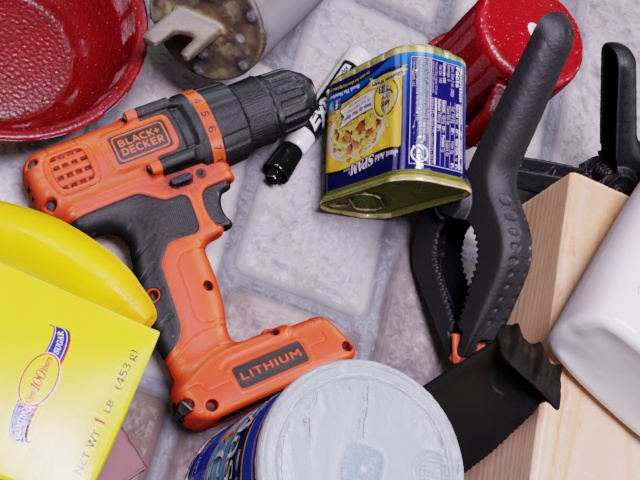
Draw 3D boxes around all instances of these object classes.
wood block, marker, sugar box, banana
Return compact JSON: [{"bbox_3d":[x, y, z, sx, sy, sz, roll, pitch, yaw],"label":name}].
[{"bbox_3d":[0.155,0.078,0.659,0.090,0.091,0.206,21,63,-15],"label":"wood block"},{"bbox_3d":[-0.002,-0.082,0.698,0.020,0.020,0.121,36,61,-6],"label":"marker"},{"bbox_3d":[-0.172,0.050,0.478,0.176,0.048,0.093,25,59,-8],"label":"sugar box"},{"bbox_3d":[-0.181,0.010,0.558,0.198,0.037,0.069,2,82,2],"label":"banana"}]

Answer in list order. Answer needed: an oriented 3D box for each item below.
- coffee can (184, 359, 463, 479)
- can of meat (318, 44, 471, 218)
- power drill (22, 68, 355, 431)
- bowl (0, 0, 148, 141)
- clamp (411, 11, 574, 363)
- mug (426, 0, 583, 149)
[{"bbox_3d":[-0.005,0.127,0.546,0.102,0.140,0.103,8,67,-20],"label":"coffee can"},{"bbox_3d":[0.045,-0.064,0.654,0.057,0.102,0.084,10,76,-33],"label":"can of meat"},{"bbox_3d":[-0.054,0.001,0.617,0.184,0.057,0.188,-23,78,-18],"label":"power drill"},{"bbox_3d":[-0.184,-0.121,0.618,0.162,0.055,0.162,8,68,-19],"label":"bowl"},{"bbox_3d":[0.097,-0.031,0.655,0.036,0.165,0.210,3,78,-33],"label":"clamp"},{"bbox_3d":[0.119,-0.113,0.724,0.093,0.082,0.117,33,61,-8],"label":"mug"}]
